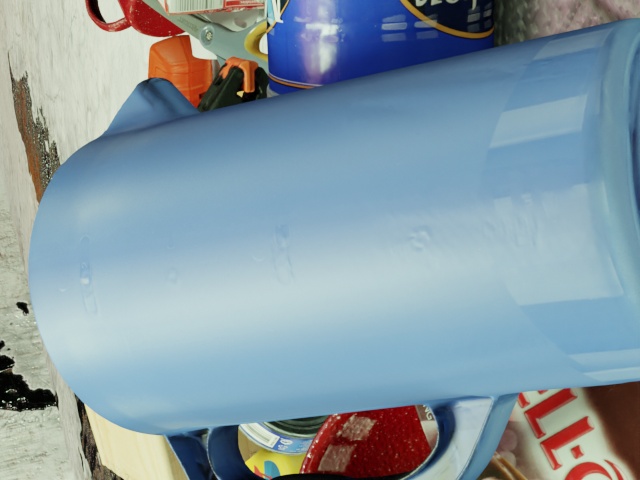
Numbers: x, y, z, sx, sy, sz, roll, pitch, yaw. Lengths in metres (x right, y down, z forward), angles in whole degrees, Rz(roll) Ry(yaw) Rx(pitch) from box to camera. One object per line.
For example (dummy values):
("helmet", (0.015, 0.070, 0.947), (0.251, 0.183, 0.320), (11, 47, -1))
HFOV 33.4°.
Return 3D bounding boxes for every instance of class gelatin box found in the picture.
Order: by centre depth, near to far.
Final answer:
("gelatin box", (-0.067, -0.176, 0.696), (0.073, 0.089, 0.030), (-124, 32, -48))

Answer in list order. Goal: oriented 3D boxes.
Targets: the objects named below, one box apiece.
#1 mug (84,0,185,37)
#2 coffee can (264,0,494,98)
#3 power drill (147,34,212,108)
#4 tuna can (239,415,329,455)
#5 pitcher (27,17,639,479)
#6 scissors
("mug", (-0.136, -0.208, 0.838), (0.093, 0.117, 0.081), (32, -151, -62))
("coffee can", (0.024, -0.131, 0.458), (0.103, 0.102, 0.140), (-143, 47, -61))
("power drill", (-0.084, -0.078, 0.829), (0.184, 0.057, 0.188), (101, 151, -44))
("tuna can", (-0.018, 0.094, 0.698), (0.034, 0.086, 0.086), (118, 137, -57))
("pitcher", (0.020, 0.012, 0.388), (0.243, 0.145, 0.149), (-10, 133, 39))
("scissors", (-0.070, -0.117, 0.723), (0.202, 0.016, 0.096), (18, 99, 43))
